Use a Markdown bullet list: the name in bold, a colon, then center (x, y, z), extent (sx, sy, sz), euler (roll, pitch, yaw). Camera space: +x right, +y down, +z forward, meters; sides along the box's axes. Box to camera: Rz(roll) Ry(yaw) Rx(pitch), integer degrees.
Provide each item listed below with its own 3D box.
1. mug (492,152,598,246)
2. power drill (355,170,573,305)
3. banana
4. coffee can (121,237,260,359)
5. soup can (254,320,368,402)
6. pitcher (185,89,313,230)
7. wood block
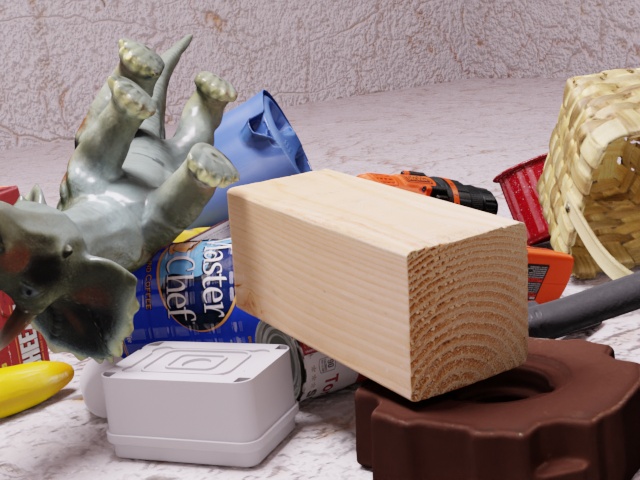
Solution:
- **mug**: center (0.249, -0.048, 1.137), extent (0.093, 0.081, 0.117), euler (-13, -11, -39)
- **power drill**: center (0.138, -0.005, 0.973), extent (0.184, 0.057, 0.188), euler (1, 25, -37)
- **banana**: center (-0.282, 0.119, 0.794), extent (0.197, 0.037, 0.070), euler (-9, 14, -15)
- **coffee can**: center (-0.095, 0.049, 0.874), extent (0.140, 0.103, 0.102), euler (-5, 12, 6)
- **soup can**: center (0.012, 0.075, 0.786), extent (0.102, 0.068, 0.069), euler (-13, 14, -30)
- **pitcher**: center (-0.129, -0.054, 1.204), extent (0.243, 0.149, 0.145), euler (-26, 27, 10)
- **wood block**: center (0.030, 0.019, 0.686), extent (0.090, 0.091, 0.206), euler (-14, 19, -30)
